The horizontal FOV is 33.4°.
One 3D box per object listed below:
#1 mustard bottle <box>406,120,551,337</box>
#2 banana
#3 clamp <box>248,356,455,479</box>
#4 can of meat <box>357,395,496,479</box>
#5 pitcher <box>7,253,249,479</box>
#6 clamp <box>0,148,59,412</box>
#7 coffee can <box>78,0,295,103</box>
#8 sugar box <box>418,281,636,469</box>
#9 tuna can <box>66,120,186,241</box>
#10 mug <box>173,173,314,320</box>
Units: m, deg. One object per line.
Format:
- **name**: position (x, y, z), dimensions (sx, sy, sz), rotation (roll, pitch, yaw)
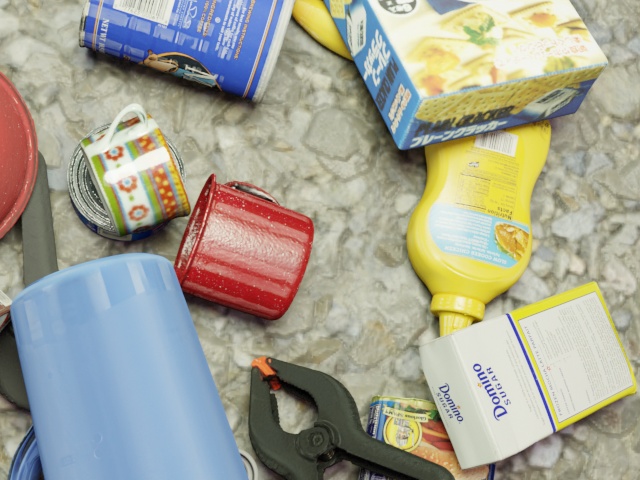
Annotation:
- **mustard bottle**: position (0.118, -0.014, 0.826), dimensions (0.096, 0.058, 0.191), rotation (14, 75, -10)
- **banana**: position (0.076, -0.164, 0.864), dimensions (0.197, 0.037, 0.069), rotation (-3, 59, -14)
- **clamp**: position (0.012, 0.144, 0.742), dimensions (0.120, 0.039, 0.171), rotation (-23, 59, -10)
- **can of meat**: position (0.079, 0.164, 0.781), dimensions (0.102, 0.057, 0.084), rotation (14, 73, -10)
- **pitcher**: position (-0.123, 0.140, 0.676), dimensions (0.149, 0.145, 0.243), rotation (-14, 79, -24)
- **clamp**: position (-0.216, 0.057, 0.751), dimensions (0.164, 0.036, 0.210), rotation (-34, 87, -11)
- **coffee can**: position (-0.096, -0.171, 0.792), dimensions (0.140, 0.103, 0.103), rotation (17, 75, -8)
- **sugar box**: position (0.155, 0.095, 0.783), dimensions (0.175, 0.048, 0.093), rotation (-13, 79, -39)
- **tuna can**: position (-0.144, -0.043, 0.790), dimensions (0.086, 0.034, 0.086), rotation (3, 77, -11)
- **mug**: position (-0.055, 0.001, 0.779), dimensions (0.081, 0.093, 0.117), rotation (20, 38, -12)
